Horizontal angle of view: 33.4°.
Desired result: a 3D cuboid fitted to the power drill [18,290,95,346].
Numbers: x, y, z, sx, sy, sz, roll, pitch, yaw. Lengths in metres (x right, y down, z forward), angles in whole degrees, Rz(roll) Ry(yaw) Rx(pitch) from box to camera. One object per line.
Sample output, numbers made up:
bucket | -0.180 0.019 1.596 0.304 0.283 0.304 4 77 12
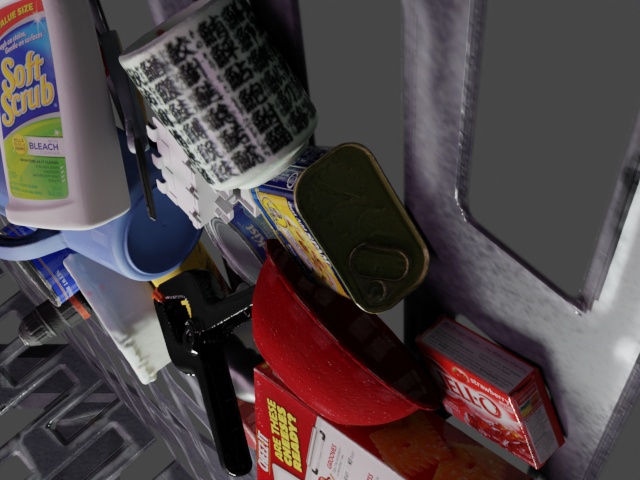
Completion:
power drill | -0.308 0.048 1.349 0.057 0.184 0.188 59 170 -26

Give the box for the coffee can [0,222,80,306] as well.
coffee can | -0.257 -0.012 1.143 0.103 0.140 0.103 44 161 19

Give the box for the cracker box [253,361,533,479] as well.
cracker box | 0.046 0.191 0.796 0.214 0.072 0.164 31 134 36

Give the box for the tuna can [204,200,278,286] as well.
tuna can | -0.056 0.001 0.868 0.086 0.033 0.086 44 161 19

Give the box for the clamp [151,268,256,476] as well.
clamp | -0.095 0.092 0.906 0.210 0.036 0.164 24 107 57

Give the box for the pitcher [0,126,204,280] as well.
pitcher | -0.227 -0.048 0.971 0.243 0.149 0.144 26 -166 35

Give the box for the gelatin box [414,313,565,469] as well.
gelatin box | 0.106 0.096 0.679 0.089 0.030 0.073 29 152 47

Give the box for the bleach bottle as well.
bleach bottle | -0.212 -0.136 0.809 0.103 0.068 0.251 6 113 31

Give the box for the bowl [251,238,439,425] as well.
bowl | 0.005 0.073 0.727 0.162 0.055 0.162 42 -171 -9

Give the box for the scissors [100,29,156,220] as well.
scissors | -0.142 -0.095 0.792 0.202 0.016 0.096 -113 6 -64

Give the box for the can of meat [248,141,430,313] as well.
can of meat | 0.009 -0.011 0.656 0.102 0.057 0.084 57 163 -20
